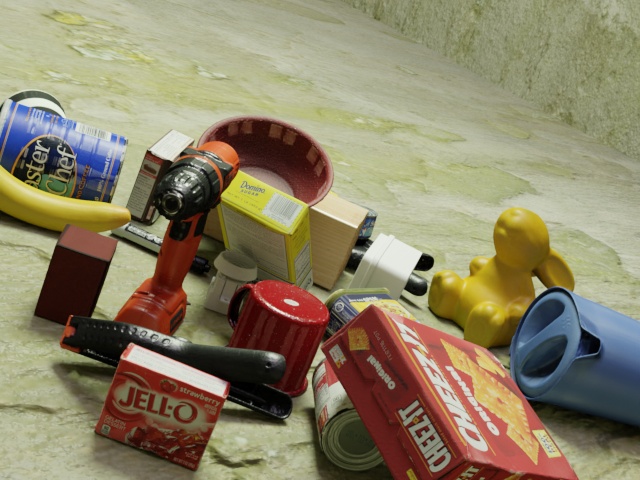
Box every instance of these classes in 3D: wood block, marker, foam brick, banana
[{"bbox_3d":[-0.056,-0.030,1.324,0.206,0.091,0.090,24,19,5],"label":"wood block"},{"bbox_3d":[-0.179,0.008,1.201,0.121,0.020,0.020,25,20,7],"label":"marker"},{"bbox_3d":[-0.227,0.034,0.992,0.051,0.078,0.053,20,22,-9],"label":"foam brick"},{"bbox_3d":[-0.303,-0.048,1.140,0.197,0.070,0.037,30,31,-22],"label":"banana"}]

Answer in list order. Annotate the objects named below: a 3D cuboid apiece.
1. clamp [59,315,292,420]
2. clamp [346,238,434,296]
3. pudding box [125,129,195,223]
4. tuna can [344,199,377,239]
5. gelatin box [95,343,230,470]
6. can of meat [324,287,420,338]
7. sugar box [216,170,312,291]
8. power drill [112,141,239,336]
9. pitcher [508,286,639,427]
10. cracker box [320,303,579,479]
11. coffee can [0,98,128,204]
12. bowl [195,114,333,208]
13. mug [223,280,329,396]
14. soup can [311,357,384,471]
[{"bbox_3d":[-0.118,0.101,0.901,0.210,0.036,0.165,17,-21,0],"label":"clamp"},{"bbox_3d":[0.070,0.025,1.394,0.171,0.039,0.120,15,14,-3],"label":"clamp"},{"bbox_3d":[-0.196,-0.079,1.304,0.039,0.090,0.113,22,20,-2],"label":"pudding box"},{"bbox_3d":[0.031,-0.031,1.409,0.086,0.034,0.086,15,12,-3],"label":"tuna can"},{"bbox_3d":[-0.126,0.132,0.847,0.089,0.073,0.030,22,21,-2],"label":"gelatin box"},{"bbox_3d":[0.061,0.098,1.165,0.101,0.057,0.084,1,31,-44],"label":"can of meat"},{"bbox_3d":[-0.058,0.001,1.150,0.093,0.048,0.176,28,-22,15],"label":"sugar box"},{"bbox_3d":[-0.137,0.004,1.003,0.057,0.188,0.184,25,18,2],"label":"power drill"},{"bbox_3d":[0.349,0.152,1.252,0.242,0.145,0.149,20,31,-18],"label":"pitcher"},{"bbox_3d":[0.117,0.153,0.929,0.213,0.072,0.164,24,27,-51],"label":"cracker box"},{"bbox_3d":[-0.299,-0.089,1.200,0.140,0.103,0.103,17,20,-15],"label":"coffee can"},{"bbox_3d":[-0.068,-0.073,1.237,0.162,0.055,0.162,9,45,-10],"label":"bowl"},{"bbox_3d":[-0.049,0.086,1.040,0.093,0.081,0.117,2,28,-44],"label":"mug"},{"bbox_3d":[0.029,0.153,0.969,0.068,0.068,0.102,18,21,-12],"label":"soup can"}]
